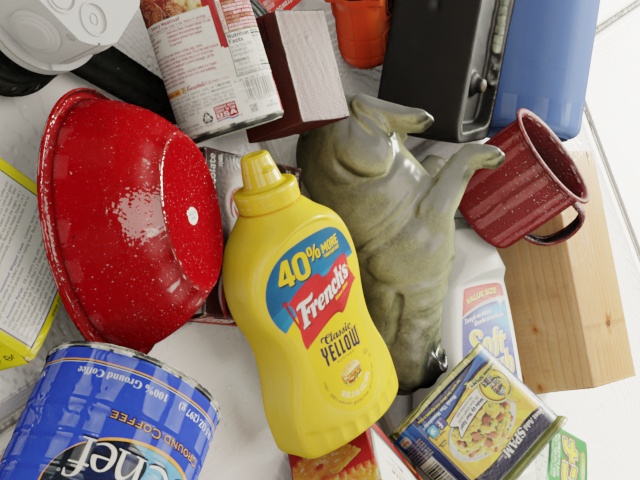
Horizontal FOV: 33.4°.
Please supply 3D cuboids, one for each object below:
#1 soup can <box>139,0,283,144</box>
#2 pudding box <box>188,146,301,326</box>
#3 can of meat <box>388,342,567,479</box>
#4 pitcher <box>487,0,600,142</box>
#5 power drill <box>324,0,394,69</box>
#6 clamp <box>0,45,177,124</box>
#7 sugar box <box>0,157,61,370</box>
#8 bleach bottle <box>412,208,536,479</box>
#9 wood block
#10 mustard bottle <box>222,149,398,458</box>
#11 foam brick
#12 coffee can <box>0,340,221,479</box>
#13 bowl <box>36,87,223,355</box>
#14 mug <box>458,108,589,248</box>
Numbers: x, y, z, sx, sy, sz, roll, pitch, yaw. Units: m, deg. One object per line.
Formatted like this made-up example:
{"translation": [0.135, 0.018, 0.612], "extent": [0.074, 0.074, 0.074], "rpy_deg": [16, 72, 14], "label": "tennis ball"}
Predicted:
{"translation": [-0.069, -0.116, 0.666], "extent": [0.068, 0.069, 0.102], "rpy_deg": [-25, 100, -48], "label": "soup can"}
{"translation": [-0.055, 0.001, 0.714], "extent": [0.089, 0.039, 0.113], "rpy_deg": [10, 74, -47], "label": "pudding box"}
{"translation": [0.112, 0.137, 0.770], "extent": [0.084, 0.057, 0.102], "rpy_deg": [44, 65, 10], "label": "can of meat"}
{"translation": [0.187, -0.213, 0.961], "extent": [0.149, 0.145, 0.243], "rpy_deg": [5, 91, -54], "label": "pitcher"}
{"translation": [0.051, -0.257, 0.845], "extent": [0.184, 0.057, 0.187], "rpy_deg": [82, 28, -44], "label": "power drill"}
{"translation": [-0.166, -0.146, 0.632], "extent": [0.209, 0.036, 0.164], "rpy_deg": [-12, 88, -52], "label": "clamp"}
{"translation": [-0.208, -0.015, 0.544], "extent": [0.176, 0.048, 0.093], "rpy_deg": [39, 50, -31], "label": "sugar box"}
{"translation": [0.113, 0.086, 0.861], "extent": [0.102, 0.068, 0.251], "rpy_deg": [8, 69, -36], "label": "bleach bottle"}
{"translation": [0.206, 0.029, 0.959], "extent": [0.090, 0.090, 0.206], "rpy_deg": [-3, 81, -49], "label": "wood block"}
{"translation": [-0.013, 0.034, 0.679], "extent": [0.096, 0.058, 0.191], "rpy_deg": [-31, 112, -36], "label": "mustard bottle"}
{"translation": [-0.023, -0.111, 0.716], "extent": [0.051, 0.053, 0.078], "rpy_deg": [-13, 90, -49], "label": "foam brick"}
{"translation": [-0.121, 0.138, 0.554], "extent": [0.102, 0.103, 0.140], "rpy_deg": [42, 52, -33], "label": "coffee can"}
{"translation": [-0.097, -0.012, 0.609], "extent": [0.162, 0.055, 0.162], "rpy_deg": [-9, 90, -76], "label": "bowl"}
{"translation": [0.167, -0.040, 0.875], "extent": [0.117, 0.082, 0.093], "rpy_deg": [41, 29, -23], "label": "mug"}
